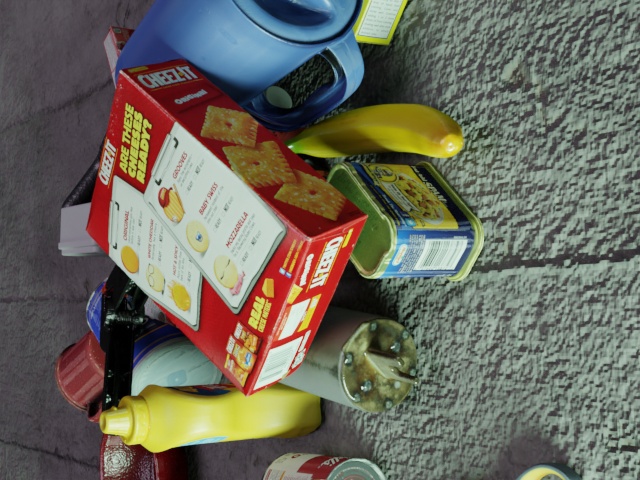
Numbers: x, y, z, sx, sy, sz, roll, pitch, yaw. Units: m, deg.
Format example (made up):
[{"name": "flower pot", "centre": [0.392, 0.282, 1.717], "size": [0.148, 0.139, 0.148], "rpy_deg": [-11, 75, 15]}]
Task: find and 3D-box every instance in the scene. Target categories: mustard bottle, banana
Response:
[{"name": "mustard bottle", "centre": [-0.101, 0.152, 0.938], "size": [0.096, 0.191, 0.058], "rpy_deg": [-8, 83, 56]}, {"name": "banana", "centre": [0.049, -0.080, 0.834], "size": [0.198, 0.069, 0.037], "rpy_deg": [0, 127, 48]}]

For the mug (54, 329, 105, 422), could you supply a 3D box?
[{"name": "mug", "centre": [-0.255, 0.156, 1.254], "size": [0.082, 0.093, 0.117], "rpy_deg": [-40, 38, 43]}]

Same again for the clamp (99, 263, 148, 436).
[{"name": "clamp", "centre": [-0.184, 0.065, 1.009], "size": [0.210, 0.036, 0.165], "rpy_deg": [-123, 46, -66]}]

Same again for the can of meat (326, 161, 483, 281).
[{"name": "can of meat", "centre": [0.058, -0.016, 0.799], "size": [0.102, 0.083, 0.057], "rpy_deg": [56, 133, 40]}]

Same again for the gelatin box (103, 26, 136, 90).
[{"name": "gelatin box", "centre": [-0.196, -0.195, 1.190], "size": [0.030, 0.073, 0.089], "rpy_deg": [-49, 50, 43]}]

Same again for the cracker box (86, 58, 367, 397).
[{"name": "cracker box", "centre": [-0.080, -0.013, 0.820], "size": [0.214, 0.071, 0.164], "rpy_deg": [42, 131, 25]}]

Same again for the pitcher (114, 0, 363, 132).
[{"name": "pitcher", "centre": [-0.074, -0.165, 0.888], "size": [0.243, 0.144, 0.149], "rpy_deg": [-29, 58, 55]}]

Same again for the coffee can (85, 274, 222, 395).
[{"name": "coffee can", "centre": [-0.178, 0.106, 1.133], "size": [0.140, 0.102, 0.103], "rpy_deg": [48, 128, 46]}]

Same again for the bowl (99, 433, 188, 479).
[{"name": "bowl", "centre": [-0.192, 0.262, 1.195], "size": [0.162, 0.055, 0.162], "rpy_deg": [-1, 89, 56]}]

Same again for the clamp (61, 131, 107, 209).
[{"name": "clamp", "centre": [-0.238, -0.104, 1.260], "size": [0.172, 0.039, 0.120], "rpy_deg": [-52, 5, 20]}]

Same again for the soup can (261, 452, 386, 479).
[{"name": "soup can", "centre": [0.002, 0.214, 0.895], "size": [0.102, 0.068, 0.068], "rpy_deg": [-12, 80, 56]}]
